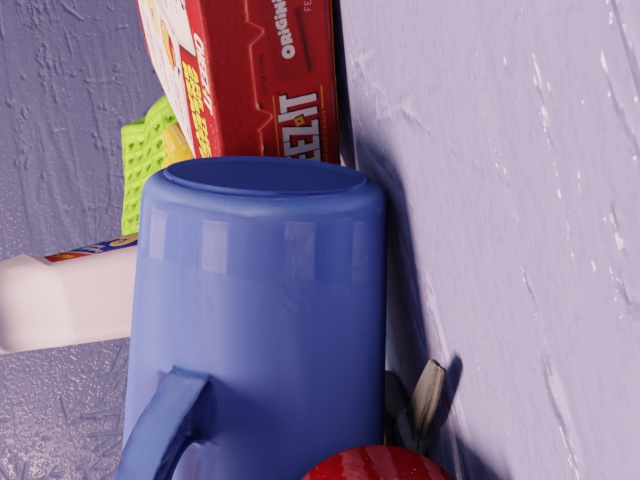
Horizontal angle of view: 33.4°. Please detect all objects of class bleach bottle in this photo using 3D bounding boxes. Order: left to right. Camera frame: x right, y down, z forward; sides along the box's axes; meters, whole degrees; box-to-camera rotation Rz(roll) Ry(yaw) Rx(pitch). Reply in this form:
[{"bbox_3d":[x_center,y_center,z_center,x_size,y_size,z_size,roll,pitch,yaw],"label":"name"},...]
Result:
[{"bbox_3d":[-0.109,0.025,0.623,0.102,0.250,0.068,-132,30,-77],"label":"bleach bottle"}]

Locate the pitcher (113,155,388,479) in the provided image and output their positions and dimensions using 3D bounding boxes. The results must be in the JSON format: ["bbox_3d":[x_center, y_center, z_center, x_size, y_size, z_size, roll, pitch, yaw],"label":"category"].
[{"bbox_3d":[-0.035,0.090,0.480,0.149,0.144,0.243,-141,52,-68],"label":"pitcher"}]

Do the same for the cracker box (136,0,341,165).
[{"bbox_3d":[-0.054,-0.135,0.578,0.214,0.072,0.164,-121,21,-51],"label":"cracker box"}]

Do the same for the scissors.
[{"bbox_3d":[0.038,0.075,0.500,0.202,0.016,0.096,87,169,-51],"label":"scissors"}]
